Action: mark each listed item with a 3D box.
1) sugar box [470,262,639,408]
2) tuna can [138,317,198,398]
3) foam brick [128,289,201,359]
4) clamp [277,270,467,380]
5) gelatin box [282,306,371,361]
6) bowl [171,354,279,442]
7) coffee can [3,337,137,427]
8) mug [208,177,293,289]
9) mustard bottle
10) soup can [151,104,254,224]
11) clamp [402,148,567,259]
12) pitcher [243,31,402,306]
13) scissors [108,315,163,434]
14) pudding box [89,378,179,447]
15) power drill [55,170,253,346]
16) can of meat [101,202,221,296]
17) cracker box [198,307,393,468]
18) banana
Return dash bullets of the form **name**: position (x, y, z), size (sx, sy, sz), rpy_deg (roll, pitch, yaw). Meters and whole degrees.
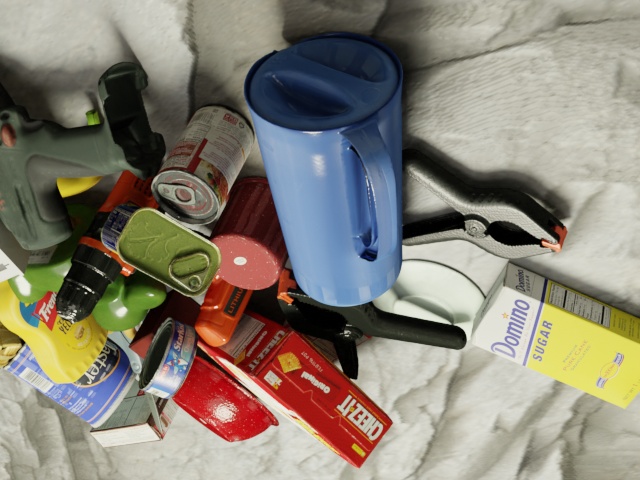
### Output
- **sugar box**: position (0.249, 0.097, 1.078), size (0.176, 0.048, 0.093), rpy_deg (21, 132, -1)
- **tuna can**: position (-0.168, 0.131, 1.181), size (0.033, 0.086, 0.086), rpy_deg (25, 141, -18)
- **foam brick**: position (-0.180, 0.105, 1.266), size (0.051, 0.078, 0.053), rpy_deg (43, 136, -19)
- **clamp**: position (0.041, 0.084, 1.108), size (0.165, 0.036, 0.209), rpy_deg (-18, 141, 32)
- **gelatin box**: position (0.010, 0.094, 1.203), size (0.073, 0.030, 0.089), rpy_deg (36, 138, -16)
- **bowl**: position (-0.130, 0.199, 1.308), size (0.162, 0.055, 0.162), rpy_deg (34, 164, 11)
- **coffee can**: position (-0.317, 0.159, 1.367), size (0.140, 0.102, 0.103), rpy_deg (37, 138, -15)
- **mug**: position (-0.057, 0.001, 1.094), size (0.117, 0.081, 0.093), rpy_deg (28, 139, -5)
- **mustard bottle**: position (-0.329, 0.072, 1.245), size (0.058, 0.096, 0.191), rpy_deg (-6, 130, 36)
- **soup can**: position (-0.111, -0.074, 1.023), size (0.068, 0.102, 0.068), rpy_deg (13, 138, 12)
- **clamp**: position (0.144, -0.030, 1.002), size (0.172, 0.039, 0.120), rpy_deg (7, 143, 21)
- **pitcher**: position (0.018, -0.048, 0.957), size (0.145, 0.149, 0.243), rpy_deg (9, 138, 17)
- **scissors**: position (-0.242, 0.143, 1.330), size (0.096, 0.016, 0.202), rpy_deg (12, 117, 30)
- **pudding box**: position (-0.240, 0.224, 1.411), size (0.114, 0.090, 0.039), rpy_deg (-16, 126, 36)
- **power drill**: position (-0.166, 0.036, 1.120), size (0.187, 0.184, 0.057), rpy_deg (35, 161, -25)
- **can of meat**: position (-0.158, 0.006, 1.042), size (0.102, 0.057, 0.084), rpy_deg (31, 174, -25)
- **cracker box**: position (-0.035, 0.150, 1.179), size (0.164, 0.072, 0.214), rpy_deg (44, 168, -22)
- **banana**: position (-0.279, -0.080, 1.150), size (0.198, 0.037, 0.069), rpy_deg (-22, 101, 38)
